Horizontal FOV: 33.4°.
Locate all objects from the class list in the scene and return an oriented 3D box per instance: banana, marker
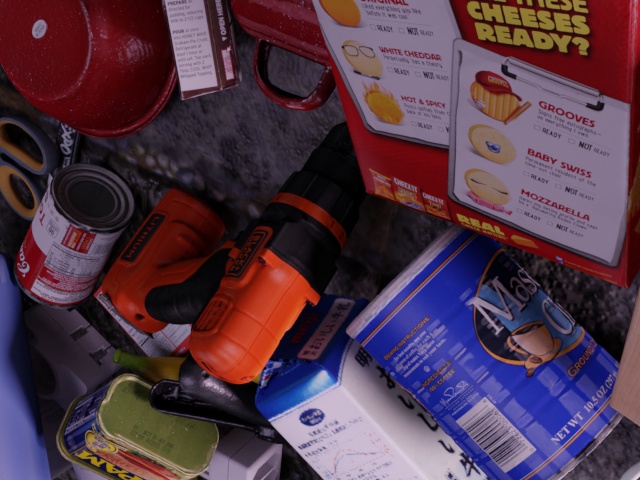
[{"bbox_3d":[-0.059,0.092,0.787,0.198,0.037,0.069,-14,146,27],"label":"banana"},{"bbox_3d":[-0.192,-0.085,0.818,0.020,0.020,0.121,36,131,16],"label":"marker"}]

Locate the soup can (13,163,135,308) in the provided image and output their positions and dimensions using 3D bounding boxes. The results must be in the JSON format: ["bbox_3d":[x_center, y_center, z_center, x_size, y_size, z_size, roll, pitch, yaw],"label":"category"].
[{"bbox_3d":[-0.192,-0.003,0.830,0.068,0.068,0.102,44,132,8],"label":"soup can"}]

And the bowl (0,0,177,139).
[{"bbox_3d":[-0.173,-0.144,0.729,0.162,0.055,0.162,10,110,29],"label":"bowl"}]

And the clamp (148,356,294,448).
[{"bbox_3d":[-0.034,0.119,0.741,0.171,0.039,0.120,14,166,-6],"label":"clamp"}]

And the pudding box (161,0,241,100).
[{"bbox_3d":[-0.076,-0.144,0.642,0.039,0.113,0.090,-11,114,-6],"label":"pudding box"}]

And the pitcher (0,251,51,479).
[{"bbox_3d":[-0.296,0.135,0.846,0.145,0.148,0.243,-12,84,38],"label":"pitcher"}]

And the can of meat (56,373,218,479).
[{"bbox_3d":[-0.139,0.150,0.819,0.102,0.057,0.084,32,145,-19],"label":"can of meat"}]

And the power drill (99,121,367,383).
[{"bbox_3d":[-0.055,0.001,0.690,0.057,0.184,0.188,44,156,-25],"label":"power drill"}]

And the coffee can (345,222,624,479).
[{"bbox_3d":[0.099,0.068,0.628,0.140,0.102,0.103,46,133,7],"label":"coffee can"}]

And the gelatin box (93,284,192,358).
[{"bbox_3d":[-0.128,0.051,0.839,0.089,0.030,0.073,48,134,4],"label":"gelatin box"}]

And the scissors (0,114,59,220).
[{"bbox_3d":[-0.280,-0.079,0.878,0.202,0.016,0.096,21,124,36],"label":"scissors"}]

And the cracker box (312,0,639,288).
[{"bbox_3d":[0.088,-0.085,0.516,0.164,0.072,0.213,22,152,28],"label":"cracker box"}]

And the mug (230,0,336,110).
[{"bbox_3d":[0.000,-0.130,0.595,0.082,0.093,0.117,26,98,29],"label":"mug"}]
